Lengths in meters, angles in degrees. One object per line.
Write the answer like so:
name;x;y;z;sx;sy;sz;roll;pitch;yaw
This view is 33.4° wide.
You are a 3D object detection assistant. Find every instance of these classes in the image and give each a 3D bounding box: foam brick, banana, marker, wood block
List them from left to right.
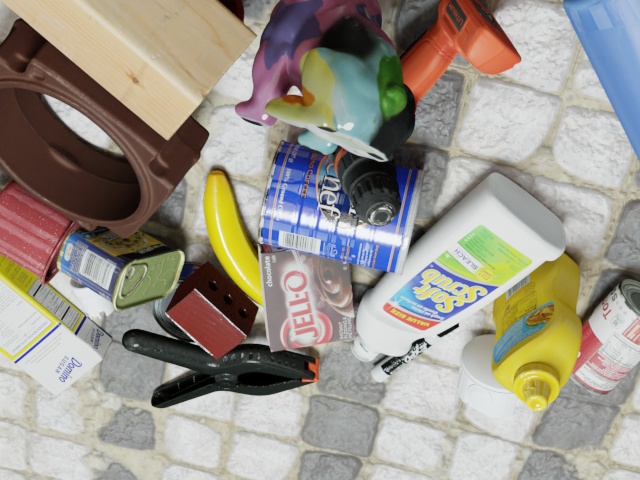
wood block;-0.169;-0.192;0.877;0.206;0.090;0.091;41;152;-10
foam brick;-0.111;0.073;1.098;0.078;0.053;0.051;43;120;-16
banana;-0.069;0.016;1.110;0.069;0.037;0.197;-41;111;2
marker;0.102;0.114;1.142;0.020;0.020;0.121;42;120;-15

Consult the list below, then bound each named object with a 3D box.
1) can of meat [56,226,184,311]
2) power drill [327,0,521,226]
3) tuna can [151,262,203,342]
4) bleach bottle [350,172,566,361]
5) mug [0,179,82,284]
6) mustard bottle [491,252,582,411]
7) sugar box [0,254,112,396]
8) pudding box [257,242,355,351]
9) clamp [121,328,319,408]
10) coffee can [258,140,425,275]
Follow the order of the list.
can of meat;-0.204;0.022;1.087;0.084;0.101;0.057;28;111;23
power drill;0.081;-0.118;0.917;0.057;0.184;0.188;33;115;-32
tuna can;-0.139;0.068;1.155;0.086;0.033;0.086;5;122;8
bleach bottle;0.123;0.047;1.072;0.102;0.068;0.251;36;124;-11
mug;-0.300;-0.010;1.117;0.081;0.093;0.117;30;159;-2
mustard bottle;0.203;0.092;1.004;0.058;0.191;0.096;40;121;-13
sugar box;-0.331;0.089;1.202;0.093;0.048;0.176;-37;112;28
pudding box;-0.015;0.052;1.090;0.090;0.039;0.113;-9;109;-9
clamp;-0.107;0.148;1.183;0.210;0.036;0.165;3;148;-1
coffee can;0.021;-0.031;1.019;0.140;0.102;0.103;13;123;4
